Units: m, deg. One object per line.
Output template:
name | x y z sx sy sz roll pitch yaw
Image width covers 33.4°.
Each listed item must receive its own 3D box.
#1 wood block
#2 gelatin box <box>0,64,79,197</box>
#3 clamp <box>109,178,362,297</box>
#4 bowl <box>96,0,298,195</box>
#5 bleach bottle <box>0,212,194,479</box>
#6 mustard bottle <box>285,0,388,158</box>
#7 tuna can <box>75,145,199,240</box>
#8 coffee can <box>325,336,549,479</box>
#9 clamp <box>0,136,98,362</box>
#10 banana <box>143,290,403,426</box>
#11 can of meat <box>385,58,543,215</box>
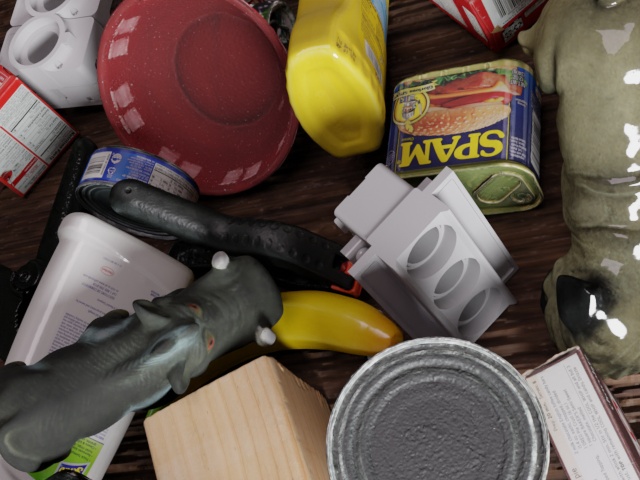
wood block | -0.019 0.183 0.601 0.090 0.090 0.206 -29 55 11
gelatin box | -0.250 -0.087 0.863 0.030 0.089 0.073 35 83 33
clamp | -0.055 0.001 0.703 0.172 0.120 0.039 7 75 26
bowl | -0.080 -0.116 0.780 0.162 0.162 0.055 -5 23 25
bleach bottle | -0.180 0.114 0.711 0.250 0.102 0.068 -66 17 -16
mustard bottle | 0.017 -0.155 0.752 0.058 0.096 0.191 -13 44 20
tuna can | -0.132 -0.034 0.777 0.086 0.086 0.033 5 66 29
coffee can | 0.064 0.118 0.548 0.103 0.140 0.103 -4 68 9
clamp | -0.226 0.035 0.818 0.165 0.036 0.210 -26 58 12
banana | -0.035 0.068 0.696 0.198 0.037 0.069 -23 64 27
can of meat | 0.093 -0.065 0.696 0.102 0.057 0.084 -6 60 25
